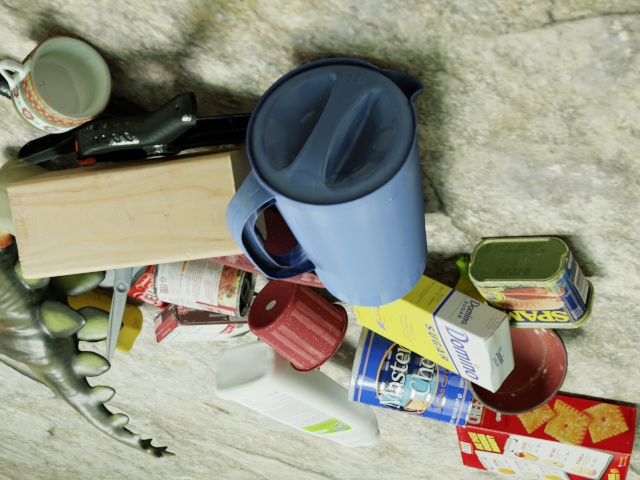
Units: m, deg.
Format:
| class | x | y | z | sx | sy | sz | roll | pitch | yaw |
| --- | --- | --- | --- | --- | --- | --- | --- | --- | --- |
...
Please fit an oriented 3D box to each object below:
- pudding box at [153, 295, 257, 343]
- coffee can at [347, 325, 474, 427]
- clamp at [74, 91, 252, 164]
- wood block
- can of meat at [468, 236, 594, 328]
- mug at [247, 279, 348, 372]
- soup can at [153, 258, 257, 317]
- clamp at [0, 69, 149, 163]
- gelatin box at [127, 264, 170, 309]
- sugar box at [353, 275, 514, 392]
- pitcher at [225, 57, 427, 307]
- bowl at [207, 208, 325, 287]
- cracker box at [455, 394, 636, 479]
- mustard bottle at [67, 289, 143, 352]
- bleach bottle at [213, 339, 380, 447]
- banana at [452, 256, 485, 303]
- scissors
| class | x | y | z | sx | sy | sz | roll | pitch | yaw |
| --- | --- | --- | --- | --- | --- | --- | --- | --- | --- |
| pudding box | -0.136 | 0.096 | 1.300 | 0.113 | 0.039 | 0.090 | 2 | 161 | -26 |
| coffee can | 0.110 | 0.152 | 1.242 | 0.140 | 0.102 | 0.103 | 13 | 153 | 6 |
| clamp | -0.125 | -0.092 | 0.918 | 0.210 | 0.036 | 0.164 | -7 | 176 | 40 |
| wood block | -0.163 | -0.026 | 0.964 | 0.206 | 0.090 | 0.090 | -7 | -172 | 11 |
| can of meat | 0.203 | 0.040 | 1.033 | 0.102 | 0.057 | 0.084 | -2 | 146 | 32 |
| mug | -0.033 | 0.088 | 1.232 | 0.081 | 0.093 | 0.117 | 39 | -178 | -29 |
| soup can | -0.130 | 0.044 | 1.209 | 0.102 | 0.068 | 0.068 | 11 | 153 | 10 |
| clamp | -0.224 | -0.113 | 0.996 | 0.171 | 0.039 | 0.120 | 1 | 150 | 13 |
| gelatin box | -0.190 | 0.057 | 1.305 | 0.073 | 0.030 | 0.089 | 25 | 151 | -17 |
| sugar box | 0.111 | 0.081 | 1.094 | 0.176 | 0.048 | 0.093 | 27 | 151 | 34 |
| pitcher | 0.019 | -0.029 | 0.911 | 0.149 | 0.145 | 0.243 | 2 | 154 | 12 |
| bowl | -0.057 | 0.001 | 1.072 | 0.162 | 0.055 | 0.162 | 14 | 173 | 2 |
| cracker box | 0.289 | 0.253 | 1.373 | 0.214 | 0.072 | 0.164 | 8 | 152 | 17 |
| mustard bottle | -0.325 | 0.078 | 1.370 | 0.191 | 0.058 | 0.096 | 28 | -173 | -19 |
| bleach bottle | -0.014 | 0.207 | 1.348 | 0.103 | 0.068 | 0.250 | -18 | 141 | 34 |
| banana | 0.122 | 0.068 | 1.156 | 0.069 | 0.037 | 0.198 | 50 | 144 | -5 |
| scissors | -0.200 | 0.041 | 1.178 | 0.096 | 0.016 | 0.202 | -3 | 113 | -1 |
